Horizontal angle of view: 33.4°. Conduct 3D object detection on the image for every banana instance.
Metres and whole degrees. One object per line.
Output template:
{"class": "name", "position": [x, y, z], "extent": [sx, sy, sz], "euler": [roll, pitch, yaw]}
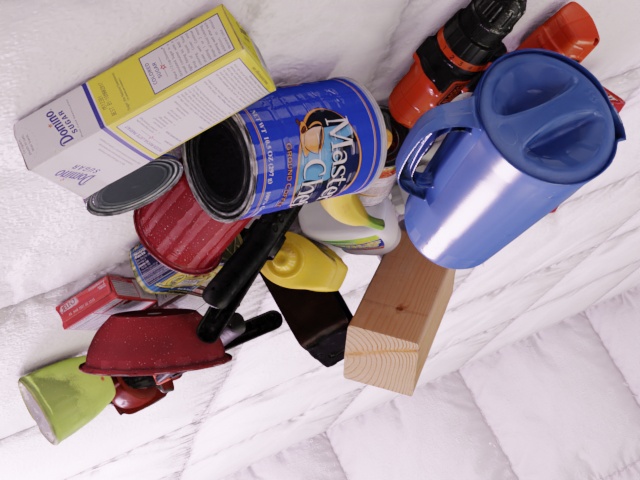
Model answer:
{"class": "banana", "position": [0.029, -0.059, 1.010], "extent": [0.069, 0.037, 0.198], "euler": [-5, 159, 0]}

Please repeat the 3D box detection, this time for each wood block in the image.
{"class": "wood block", "position": [0.105, 0.086, 1.347], "extent": [0.205, 0.091, 0.090], "euler": [-59, 158, -50]}

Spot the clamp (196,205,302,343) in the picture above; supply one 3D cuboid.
{"class": "clamp", "position": [-0.057, 0.001, 1.026], "extent": [0.210, 0.036, 0.164], "euler": [-57, 179, -12]}

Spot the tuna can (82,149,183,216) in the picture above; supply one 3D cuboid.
{"class": "tuna can", "position": [-0.158, -0.056, 0.873], "extent": [0.086, 0.034, 0.086], "euler": [-25, 164, -8]}

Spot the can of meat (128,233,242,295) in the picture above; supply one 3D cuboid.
{"class": "can of meat", "position": [-0.135, 0.014, 1.090], "extent": [0.084, 0.057, 0.102], "euler": [-31, 164, 17]}

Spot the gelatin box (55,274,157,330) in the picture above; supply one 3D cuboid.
{"class": "gelatin box", "position": [-0.230, 0.068, 1.151], "extent": [0.073, 0.030, 0.089], "euler": [-31, 164, 16]}

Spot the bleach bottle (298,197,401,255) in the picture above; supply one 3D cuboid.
{"class": "bleach bottle", "position": [0.053, -0.019, 1.254], "extent": [0.103, 0.068, 0.250], "euler": [-5, 171, 15]}

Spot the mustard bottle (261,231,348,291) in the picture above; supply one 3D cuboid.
{"class": "mustard bottle", "position": [-0.027, 0.023, 1.181], "extent": [0.058, 0.096, 0.191], "euler": [-65, 171, 0]}

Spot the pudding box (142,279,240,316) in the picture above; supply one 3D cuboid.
{"class": "pudding box", "position": [-0.163, 0.076, 1.223], "extent": [0.114, 0.039, 0.089], "euler": [-29, 151, 28]}

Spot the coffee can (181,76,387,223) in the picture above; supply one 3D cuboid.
{"class": "coffee can", "position": [-0.029, -0.078, 0.889], "extent": [0.140, 0.103, 0.103], "euler": [-15, 160, -37]}

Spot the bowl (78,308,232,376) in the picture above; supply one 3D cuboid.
{"class": "bowl", "position": [-0.174, 0.103, 1.122], "extent": [0.162, 0.055, 0.162], "euler": [-2, -178, 0]}

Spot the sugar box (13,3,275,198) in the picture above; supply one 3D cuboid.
{"class": "sugar box", "position": [-0.126, -0.098, 0.778], "extent": [0.176, 0.048, 0.093], "euler": [-26, 164, 7]}

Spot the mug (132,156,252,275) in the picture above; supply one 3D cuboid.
{"class": "mug", "position": [-0.100, -0.033, 0.954], "extent": [0.082, 0.093, 0.117], "euler": [-46, 168, 36]}

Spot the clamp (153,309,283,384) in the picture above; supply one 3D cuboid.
{"class": "clamp", "position": [-0.127, 0.125, 1.287], "extent": [0.172, 0.039, 0.120], "euler": [-28, 163, 28]}

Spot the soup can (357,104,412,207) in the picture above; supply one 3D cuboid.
{"class": "soup can", "position": [0.051, -0.083, 1.070], "extent": [0.068, 0.068, 0.102], "euler": [-23, 164, -15]}

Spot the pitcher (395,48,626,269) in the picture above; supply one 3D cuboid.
{"class": "pitcher", "position": [0.156, -0.064, 1.006], "extent": [0.144, 0.149, 0.243], "euler": [-46, 175, -28]}

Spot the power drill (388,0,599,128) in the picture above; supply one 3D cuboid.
{"class": "power drill", "position": [0.172, -0.179, 0.992], "extent": [0.187, 0.057, 0.185], "euler": [-12, 159, -37]}
